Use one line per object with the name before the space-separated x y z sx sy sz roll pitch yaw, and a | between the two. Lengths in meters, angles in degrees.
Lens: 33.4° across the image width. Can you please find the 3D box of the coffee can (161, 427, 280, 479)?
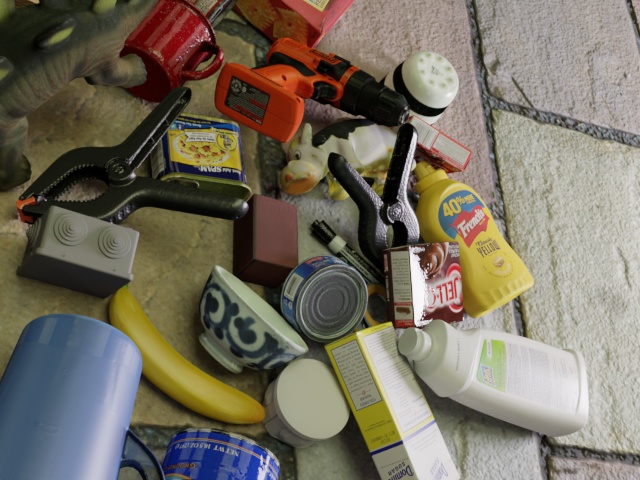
coffee can | -0.099 0.246 0.909 0.102 0.103 0.140 27 53 -16

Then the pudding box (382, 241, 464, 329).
pudding box | 0.113 0.048 1.155 0.113 0.039 0.090 -4 89 -52

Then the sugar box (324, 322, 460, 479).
sugar box | 0.072 0.172 1.058 0.093 0.048 0.176 -8 75 -63

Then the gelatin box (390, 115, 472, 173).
gelatin box | 0.126 -0.111 1.269 0.089 0.073 0.030 30 81 -15

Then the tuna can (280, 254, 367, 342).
tuna can | 0.005 0.060 1.082 0.086 0.034 0.086 -9 109 -26

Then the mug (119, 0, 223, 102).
mug | -0.159 -0.197 1.126 0.117 0.093 0.081 19 54 16

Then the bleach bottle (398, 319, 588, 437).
bleach bottle | 0.182 0.134 1.137 0.250 0.068 0.102 24 54 -34

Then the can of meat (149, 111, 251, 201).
can of meat | -0.128 -0.082 1.108 0.101 0.058 0.084 7 59 -28

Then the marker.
marker | 0.036 0.021 1.174 0.121 0.020 0.020 43 50 -3

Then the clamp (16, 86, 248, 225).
clamp | -0.182 -0.053 1.022 0.209 0.036 0.165 -26 62 -18

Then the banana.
banana | -0.136 0.113 1.005 0.198 0.037 0.069 47 51 0

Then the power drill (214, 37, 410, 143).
power drill | -0.012 -0.158 1.162 0.185 0.057 0.187 27 27 20

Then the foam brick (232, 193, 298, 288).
foam brick | -0.057 0.001 1.107 0.051 0.053 0.078 13 59 -25

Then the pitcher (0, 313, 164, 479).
pitcher | -0.212 0.187 0.859 0.149 0.145 0.242 45 41 -37

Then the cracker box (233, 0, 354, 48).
cracker box | -0.056 -0.340 1.289 0.213 0.072 0.164 40 50 -5

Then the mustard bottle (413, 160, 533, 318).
mustard bottle | 0.165 -0.010 1.246 0.096 0.058 0.192 -23 77 -36

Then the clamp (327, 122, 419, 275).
clamp | 0.076 -0.042 1.167 0.120 0.039 0.171 -30 118 -23
